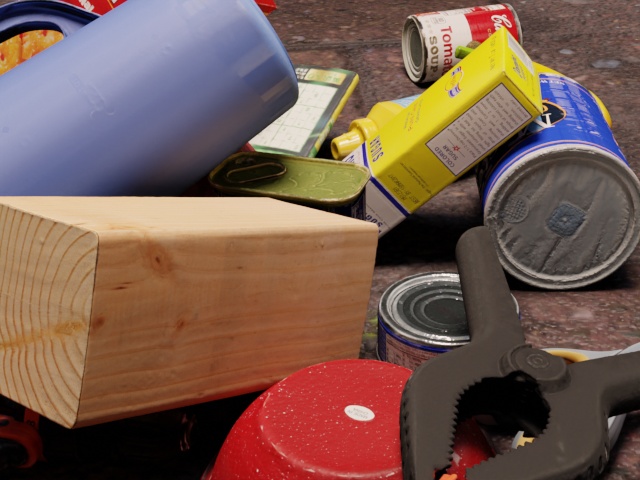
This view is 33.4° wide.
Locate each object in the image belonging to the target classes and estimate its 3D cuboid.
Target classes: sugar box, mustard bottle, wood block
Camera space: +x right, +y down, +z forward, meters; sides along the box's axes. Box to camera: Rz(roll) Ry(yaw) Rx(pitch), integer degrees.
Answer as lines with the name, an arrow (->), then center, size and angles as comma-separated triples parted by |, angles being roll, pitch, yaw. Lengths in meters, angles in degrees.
sugar box -> 0.070, -0.065, 0.735 | 0.176, 0.048, 0.093 | -36, 17, 25
mustard bottle -> 0.099, -0.092, 0.877 | 0.191, 0.058, 0.096 | -13, 29, -20
wood block -> -0.069, 0.028, 0.558 | 0.091, 0.090, 0.205 | 16, 12, 37

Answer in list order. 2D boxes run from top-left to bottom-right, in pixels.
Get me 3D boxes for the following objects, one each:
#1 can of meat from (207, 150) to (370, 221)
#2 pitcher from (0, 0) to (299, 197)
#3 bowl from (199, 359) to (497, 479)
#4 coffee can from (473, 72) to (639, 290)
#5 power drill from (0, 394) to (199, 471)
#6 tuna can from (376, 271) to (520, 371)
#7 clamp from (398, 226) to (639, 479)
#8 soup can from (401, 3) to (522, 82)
can of meat -> -0.019, -0.006, 0.699 | 0.102, 0.084, 0.057 | 8, 30, 18
pitcher -> -0.144, -0.072, 0.653 | 0.242, 0.149, 0.145 | -36, 36, -6
bowl -> 0.017, 0.106, 0.521 | 0.162, 0.055, 0.162 | -1, 28, 0
coffee can -> 0.159, -0.045, 0.740 | 0.103, 0.103, 0.140 | 0, 28, 3
power drill -> -0.169, 0.121, 0.507 | 0.184, 0.057, 0.187 | 4, 27, 12
tuna can -> 0.076, 0.053, 0.637 | 0.086, 0.034, 0.086 | -2, 28, 1
clamp -> 0.092, 0.064, 0.506 | 0.165, 0.036, 0.209 | 28, 40, 31
soup can -> 0.139, -0.195, 1.055 | 0.102, 0.068, 0.068 | -9, 29, -12
